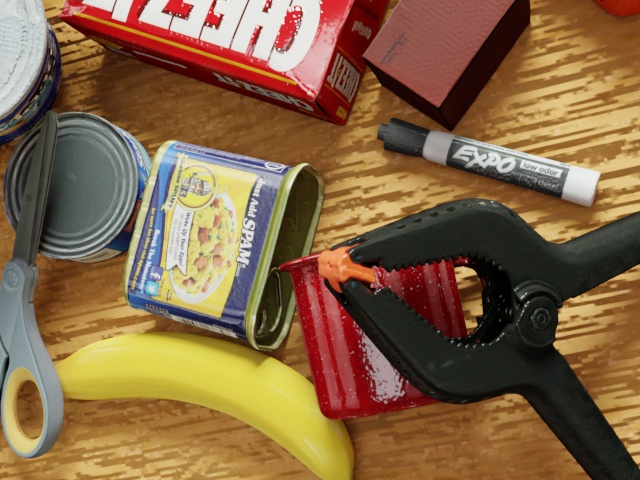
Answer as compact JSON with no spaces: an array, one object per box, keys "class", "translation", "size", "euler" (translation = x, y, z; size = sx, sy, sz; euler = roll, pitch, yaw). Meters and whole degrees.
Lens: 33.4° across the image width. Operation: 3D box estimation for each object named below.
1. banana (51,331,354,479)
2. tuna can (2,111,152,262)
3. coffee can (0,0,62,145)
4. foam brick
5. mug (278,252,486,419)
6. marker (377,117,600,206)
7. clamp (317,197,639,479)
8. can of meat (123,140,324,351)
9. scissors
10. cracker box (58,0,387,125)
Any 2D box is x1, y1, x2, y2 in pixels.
[{"class":"banana","translation":[-0.060,0.088,0.587],"size":[0.198,0.037,0.069],"euler":[21,90,17]},{"class":"tuna can","translation":[-0.140,-0.030,0.624],"size":[0.086,0.033,0.086],"euler":[-2,83,15]},{"class":"coffee can","translation":[-0.196,-0.104,0.577],"size":[0.102,0.140,0.103],"euler":[0,92,-10]},{"class":"foam brick","translation":[0.068,-0.108,0.568],"size":[0.053,0.051,0.078],"euler":[37,94,17]},{"class":"mug","translation":[0.043,0.042,0.546],"size":[0.117,0.093,0.081],"euler":[-10,85,-23]},{"class":"marker","translation":[0.088,-0.043,0.572],"size":[0.121,0.020,0.020],"euler":[17,88,16]},{"class":"clamp","translation":[0.101,0.026,0.504],"size":[0.209,0.036,0.164],"euler":[22,83,-21]},{"class":"can of meat","translation":[-0.054,0.001,0.586],"size":[0.084,0.057,0.102],"euler":[14,87,18]},{"class":"scissors","translation":[-0.159,0.038,0.599],"size":[0.096,0.016,0.202],"euler":[38,113,23]},{"class":"cracker box","translation":[-0.032,-0.193,0.594],"size":[0.164,0.072,0.214],"euler":[20,90,17]}]
